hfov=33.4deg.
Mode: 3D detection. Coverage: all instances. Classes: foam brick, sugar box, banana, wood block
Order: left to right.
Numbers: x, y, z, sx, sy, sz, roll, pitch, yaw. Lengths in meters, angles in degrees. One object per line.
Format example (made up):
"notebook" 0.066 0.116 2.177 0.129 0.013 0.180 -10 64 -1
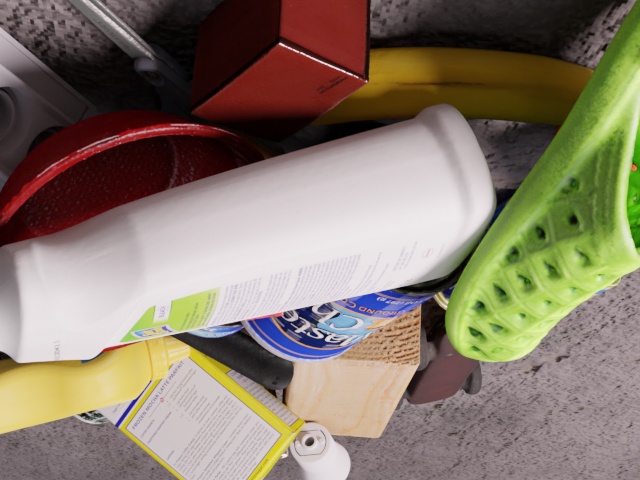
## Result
"sugar box" -0.109 0.124 0.835 0.176 0.093 0.048 40 -170 10
"foam brick" -0.019 -0.089 0.506 0.052 0.051 0.078 18 152 -33
"wood block" 0.019 0.084 0.837 0.090 0.091 0.206 4 156 -3
"banana" 0.066 -0.077 0.550 0.198 0.037 0.069 1 177 7

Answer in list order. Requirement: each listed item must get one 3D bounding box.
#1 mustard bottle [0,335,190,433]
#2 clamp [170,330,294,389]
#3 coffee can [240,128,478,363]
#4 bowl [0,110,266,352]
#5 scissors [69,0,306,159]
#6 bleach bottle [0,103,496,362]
"mustard bottle" -0.188 0.096 0.769 0.191 0.058 0.096 -11 -167 -20
"clamp" -0.120 0.045 0.760 0.209 0.036 0.165 23 -176 -28
"coffee can" 0.016 0.008 0.654 0.102 0.103 0.141 13 153 -23
"bowl" -0.106 -0.013 0.550 0.162 0.055 0.162 -22 145 -17
"scissors" -0.091 -0.084 0.562 0.201 0.016 0.096 33 157 -31
"bleach bottle" -0.050 0.005 0.497 0.250 0.068 0.103 -14 157 -18
